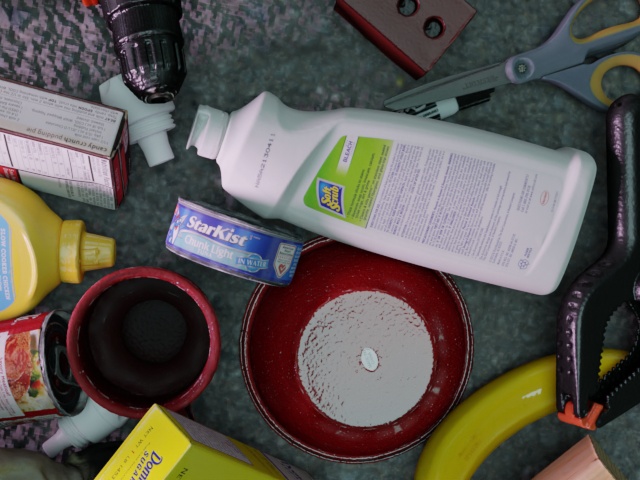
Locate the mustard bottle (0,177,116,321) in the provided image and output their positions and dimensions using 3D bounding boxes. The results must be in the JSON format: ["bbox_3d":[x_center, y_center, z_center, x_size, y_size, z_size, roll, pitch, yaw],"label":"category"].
[{"bbox_3d":[-0.228,0.005,0.682,0.191,0.058,0.096,2,112,-4],"label":"mustard bottle"}]

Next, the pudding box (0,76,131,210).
[{"bbox_3d":[-0.176,-0.062,0.666,0.113,0.090,0.039,13,69,-4],"label":"pudding box"}]

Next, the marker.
[{"bbox_3d":[0.060,-0.082,0.717,0.121,0.020,0.020,-23,93,-2],"label":"marker"}]

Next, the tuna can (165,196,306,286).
[{"bbox_3d":[-0.054,0.001,0.681,0.086,0.086,0.034,18,93,-4],"label":"tuna can"}]

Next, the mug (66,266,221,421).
[{"bbox_3d":[-0.104,0.071,0.683,0.093,0.081,0.117,-23,93,-2],"label":"mug"}]

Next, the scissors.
[{"bbox_3d":[0.147,-0.100,0.710,0.201,0.016,0.096,-32,99,-10],"label":"scissors"}]

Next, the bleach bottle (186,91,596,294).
[{"bbox_3d":[0.041,-0.044,0.682,0.250,0.068,0.102,17,93,-10],"label":"bleach bottle"}]

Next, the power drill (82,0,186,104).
[{"bbox_3d":[-0.182,-0.159,0.664,0.187,0.057,0.184,-10,75,-7],"label":"power drill"}]

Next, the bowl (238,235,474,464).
[{"bbox_3d":[0.027,0.074,0.704,0.162,0.055,0.162,0,93,-4],"label":"bowl"}]

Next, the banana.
[{"bbox_3d":[0.127,0.124,0.710,0.197,0.037,0.070,-39,69,-14],"label":"banana"}]

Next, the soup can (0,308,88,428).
[{"bbox_3d":[-0.206,0.085,0.676,0.102,0.068,0.068,-11,93,10],"label":"soup can"}]

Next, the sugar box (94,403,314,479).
[{"bbox_3d":[-0.067,0.169,0.652,0.093,0.176,0.048,-52,50,0],"label":"sugar box"}]

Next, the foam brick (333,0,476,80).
[{"bbox_3d":[0.054,-0.150,0.698,0.078,0.051,0.053,39,90,-4],"label":"foam brick"}]
